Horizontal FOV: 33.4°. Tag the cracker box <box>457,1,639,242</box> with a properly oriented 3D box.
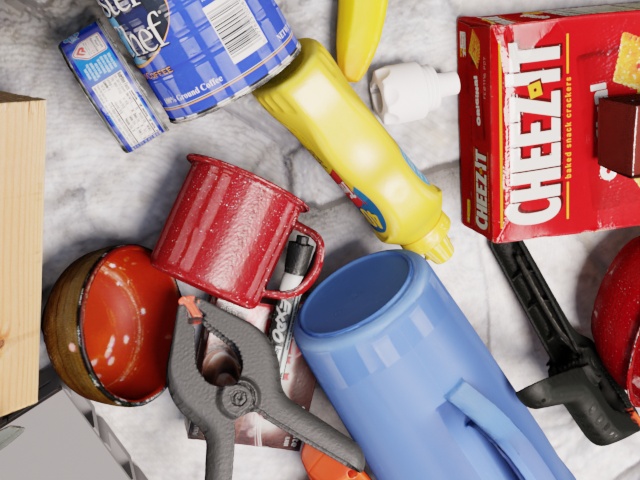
[{"bbox_3d":[0.217,-0.094,0.809,0.213,0.072,0.164,-8,106,-13],"label":"cracker box"}]

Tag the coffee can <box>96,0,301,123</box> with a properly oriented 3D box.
[{"bbox_3d":[-0.090,-0.162,0.690,0.102,0.103,0.140,-33,111,-5],"label":"coffee can"}]

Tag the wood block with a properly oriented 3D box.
[{"bbox_3d":[-0.240,0.008,0.684,0.090,0.090,0.206,-17,116,-58],"label":"wood block"}]

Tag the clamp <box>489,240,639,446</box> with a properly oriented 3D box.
[{"bbox_3d":[0.197,0.107,0.832,0.036,0.164,0.209,-27,123,25],"label":"clamp"}]

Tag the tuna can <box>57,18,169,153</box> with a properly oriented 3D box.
[{"bbox_3d":[-0.136,-0.101,0.703,0.033,0.086,0.086,-32,111,-4],"label":"tuna can"}]

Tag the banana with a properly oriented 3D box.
[{"bbox_3d":[0.016,-0.211,0.736,0.069,0.037,0.198,-28,117,-23],"label":"banana"}]

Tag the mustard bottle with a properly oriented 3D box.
[{"bbox_3d":[0.033,-0.054,0.756,0.058,0.096,0.191,-43,111,-1],"label":"mustard bottle"}]

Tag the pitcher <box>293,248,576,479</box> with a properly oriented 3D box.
[{"bbox_3d":[0.089,0.129,0.771,0.149,0.145,0.242,-22,116,23],"label":"pitcher"}]

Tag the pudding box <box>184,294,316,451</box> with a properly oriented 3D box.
[{"bbox_3d":[-0.049,0.097,0.805,0.090,0.039,0.113,10,101,-17],"label":"pudding box"}]

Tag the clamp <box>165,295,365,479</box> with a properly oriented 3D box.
[{"bbox_3d":[-0.046,0.113,0.741,0.120,0.039,0.171,-16,79,-18],"label":"clamp"}]

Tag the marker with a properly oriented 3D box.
[{"bbox_3d":[-0.026,0.055,0.772,0.020,0.020,0.121,11,95,-18],"label":"marker"}]

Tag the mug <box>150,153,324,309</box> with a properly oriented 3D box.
[{"bbox_3d":[-0.055,0.001,0.735,0.117,0.093,0.081,23,83,4],"label":"mug"}]
